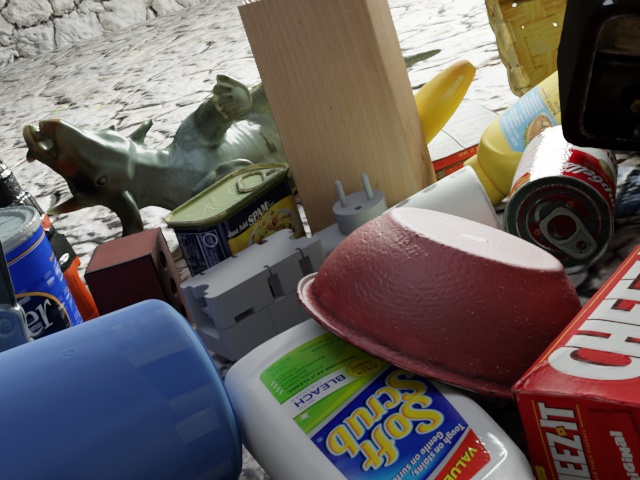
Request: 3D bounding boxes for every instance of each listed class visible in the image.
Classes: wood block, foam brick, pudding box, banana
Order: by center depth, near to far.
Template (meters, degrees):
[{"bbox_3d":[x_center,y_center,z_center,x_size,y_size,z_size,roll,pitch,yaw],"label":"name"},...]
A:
[{"bbox_3d":[-0.128,0.040,0.760,0.051,0.078,0.053,-16,23,5],"label":"foam brick"},{"bbox_3d":[0.021,-0.095,0.792,0.091,0.206,0.090,-12,21,17],"label":"wood block"},{"bbox_3d":[0.054,-0.080,0.886,0.198,0.037,0.069,-36,30,48],"label":"banana"},{"bbox_3d":[0.116,-0.078,0.909,0.090,0.039,0.113,-21,22,-5],"label":"pudding box"}]

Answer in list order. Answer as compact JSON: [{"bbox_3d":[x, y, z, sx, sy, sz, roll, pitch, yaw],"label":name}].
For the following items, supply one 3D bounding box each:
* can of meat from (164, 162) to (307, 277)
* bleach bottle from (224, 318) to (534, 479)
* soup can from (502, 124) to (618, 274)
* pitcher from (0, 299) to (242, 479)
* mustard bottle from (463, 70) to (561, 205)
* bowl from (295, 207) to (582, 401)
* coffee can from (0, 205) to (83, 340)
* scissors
[{"bbox_3d":[-0.055,0.001,0.788,0.058,0.084,0.101,0,27,40],"label":"can of meat"},{"bbox_3d":[0.047,0.104,0.470,0.102,0.068,0.251,-25,24,-19],"label":"bleach bottle"},{"bbox_3d":[0.161,-0.030,0.704,0.069,0.068,0.102,-10,22,22],"label":"soup can"},{"bbox_3d":[-0.159,0.127,0.511,0.242,0.149,0.145,-23,-9,-22],"label":"pitcher"},{"bbox_3d":[0.178,-0.085,0.791,0.192,0.058,0.096,-37,29,19],"label":"mustard bottle"},{"bbox_3d":[0.072,0.024,0.548,0.162,0.055,0.162,16,13,-4],"label":"bowl"},{"bbox_3d":[-0.200,0.063,0.672,0.103,0.140,0.103,-16,20,6],"label":"coffee can"},{"bbox_3d":[-0.158,0.055,0.605,0.096,0.202,0.016,8,18,3],"label":"scissors"}]
